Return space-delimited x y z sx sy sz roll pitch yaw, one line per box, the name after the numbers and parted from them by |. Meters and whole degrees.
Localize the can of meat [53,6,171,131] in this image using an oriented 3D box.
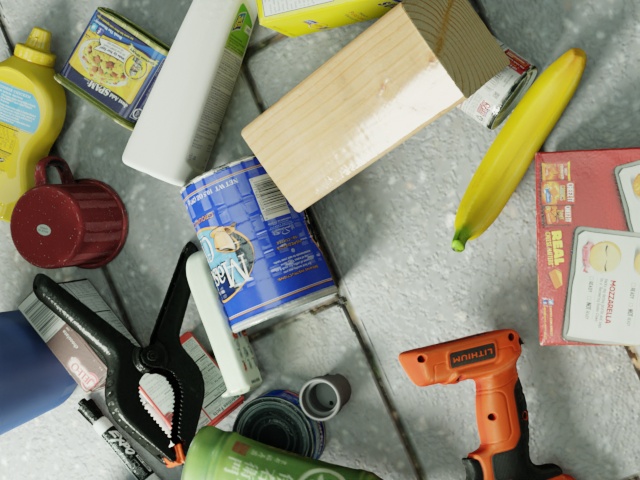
-0.193 -0.166 1.034 0.102 0.057 0.084 34 100 13 | can of meat

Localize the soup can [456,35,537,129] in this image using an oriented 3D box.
0.128 -0.152 0.924 0.102 0.068 0.068 38 103 12 | soup can

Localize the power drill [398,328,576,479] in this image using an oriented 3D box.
0.125 0.179 0.914 0.184 0.057 0.187 -13 88 -18 | power drill

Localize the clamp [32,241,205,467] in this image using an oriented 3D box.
-0.172 0.107 0.985 0.036 0.164 0.210 -35 64 59 | clamp

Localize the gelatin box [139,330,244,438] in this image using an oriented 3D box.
-0.128 0.144 1.029 0.073 0.030 0.089 -38 81 -15 | gelatin box

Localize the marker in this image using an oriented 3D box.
-0.204 0.206 1.078 0.121 0.020 0.020 47 105 10 | marker

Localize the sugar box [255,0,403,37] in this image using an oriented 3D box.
0.040 -0.220 0.936 0.176 0.093 0.048 -7 92 19 | sugar box

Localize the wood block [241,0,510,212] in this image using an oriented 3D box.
0.041 -0.119 0.896 0.207 0.090 0.090 -33 94 42 | wood block

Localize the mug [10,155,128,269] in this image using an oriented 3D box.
-0.252 -0.026 1.047 0.093 0.081 0.117 -13 89 18 | mug

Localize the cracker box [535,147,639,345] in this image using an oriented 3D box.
0.288 0.004 0.880 0.214 0.072 0.164 -1 93 17 | cracker box

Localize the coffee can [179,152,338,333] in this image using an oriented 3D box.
-0.056 0.001 0.974 0.103 0.102 0.140 -23 86 18 | coffee can

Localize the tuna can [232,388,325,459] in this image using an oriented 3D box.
-0.041 0.186 1.016 0.086 0.033 0.086 1 94 18 | tuna can

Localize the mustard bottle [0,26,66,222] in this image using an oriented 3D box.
-0.307 -0.120 1.072 0.096 0.058 0.192 23 100 19 | mustard bottle

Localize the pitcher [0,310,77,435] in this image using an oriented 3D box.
-0.337 0.135 0.999 0.149 0.242 0.145 11 96 17 | pitcher

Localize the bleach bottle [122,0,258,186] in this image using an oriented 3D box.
-0.102 -0.176 0.992 0.068 0.102 0.251 23 94 8 | bleach bottle

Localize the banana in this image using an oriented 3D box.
0.168 -0.074 0.917 0.037 0.069 0.198 29 94 -10 | banana

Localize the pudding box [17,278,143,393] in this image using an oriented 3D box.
-0.229 0.091 1.042 0.039 0.090 0.113 -42 80 14 | pudding box
